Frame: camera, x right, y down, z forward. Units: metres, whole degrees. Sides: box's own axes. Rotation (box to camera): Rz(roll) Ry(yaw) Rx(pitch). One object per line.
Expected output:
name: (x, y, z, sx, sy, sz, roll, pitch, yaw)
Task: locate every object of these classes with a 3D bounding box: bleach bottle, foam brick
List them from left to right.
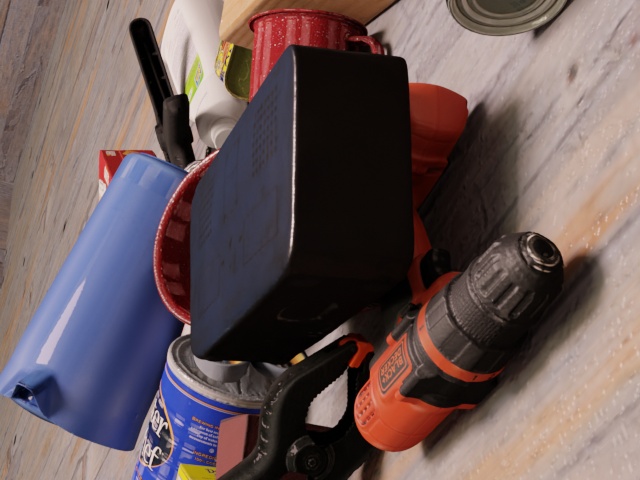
bleach bottle: (-0.122, -0.171, 1.159, 0.251, 0.068, 0.103, -109, 32, -48)
foam brick: (-0.027, 0.151, 0.726, 0.053, 0.078, 0.051, 148, 131, -62)

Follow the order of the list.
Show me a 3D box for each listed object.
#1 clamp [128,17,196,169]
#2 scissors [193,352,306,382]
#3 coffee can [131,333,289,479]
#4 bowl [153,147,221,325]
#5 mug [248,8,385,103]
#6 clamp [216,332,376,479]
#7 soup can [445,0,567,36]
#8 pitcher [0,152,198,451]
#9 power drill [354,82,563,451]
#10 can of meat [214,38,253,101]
clamp: (-0.160, -0.124, 1.141, 0.210, 0.036, 0.165, 86, 163, -50)
scissors: (-0.056, 0.071, 0.866, 0.201, 0.096, 0.016, -85, 10, -73)
coffee can: (-0.088, 0.158, 0.842, 0.103, 0.102, 0.140, -123, 48, -61)
bowl: (-0.056, 0.001, 0.852, 0.162, 0.055, 0.162, -15, 62, 30)
mug: (-0.002, -0.124, 0.811, 0.117, 0.093, 0.081, 0, 83, 32)
clamp: (-0.020, 0.136, 0.669, 0.039, 0.120, 0.171, 22, 96, 68)
soup can: (0.098, -0.173, 0.588, 0.069, 0.068, 0.102, 132, 143, -53)
pitcher: (-0.171, 0.053, 0.945, 0.243, 0.144, 0.149, -64, 23, -6)
power drill: (0.063, 0.002, 0.601, 0.185, 0.057, 0.187, 125, 149, -46)
can of meat: (-0.063, -0.189, 1.025, 0.084, 0.057, 0.102, -129, 54, -67)
